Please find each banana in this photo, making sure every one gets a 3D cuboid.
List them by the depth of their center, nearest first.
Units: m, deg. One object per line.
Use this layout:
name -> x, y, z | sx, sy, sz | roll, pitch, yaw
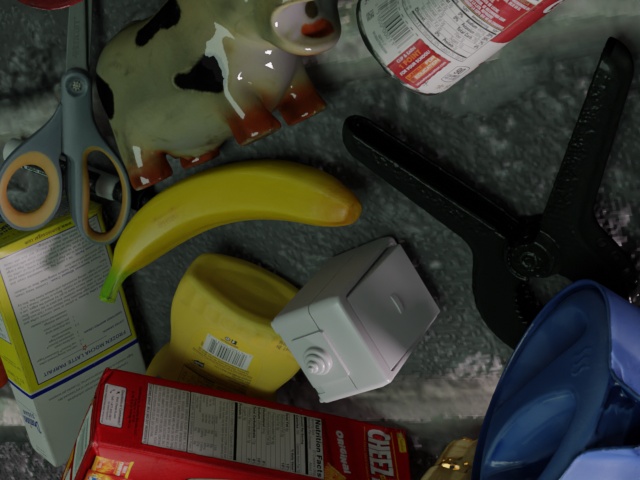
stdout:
banana -> -0.060, -0.015, 0.671 | 0.198, 0.037, 0.069 | -19, 70, 29

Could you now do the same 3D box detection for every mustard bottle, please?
mustard bottle -> -0.073, 0.101, 0.747 | 0.096, 0.058, 0.192 | 26, 128, 0

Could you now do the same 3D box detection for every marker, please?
marker -> -0.166, -0.045, 0.740 | 0.121, 0.020, 0.020 | 20, 126, 19

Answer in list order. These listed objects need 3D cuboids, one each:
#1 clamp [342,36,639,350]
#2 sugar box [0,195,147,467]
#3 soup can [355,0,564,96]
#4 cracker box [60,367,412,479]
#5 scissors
clamp -> 0.109, -0.001, 0.593 | 0.165, 0.036, 0.210 | -5, 117, 31
sugar box -> -0.183, 0.064, 0.765 | 0.048, 0.093, 0.176 | 23, 131, 45
soup can -> 0.074, -0.124, 0.520 | 0.068, 0.068, 0.102 | 50, 130, -5
cracker box -> -0.067, 0.177, 0.725 | 0.213, 0.072, 0.164 | 14, 131, -15
scissors -> -0.173, -0.089, 0.678 | 0.096, 0.016, 0.202 | -12, 111, -6
